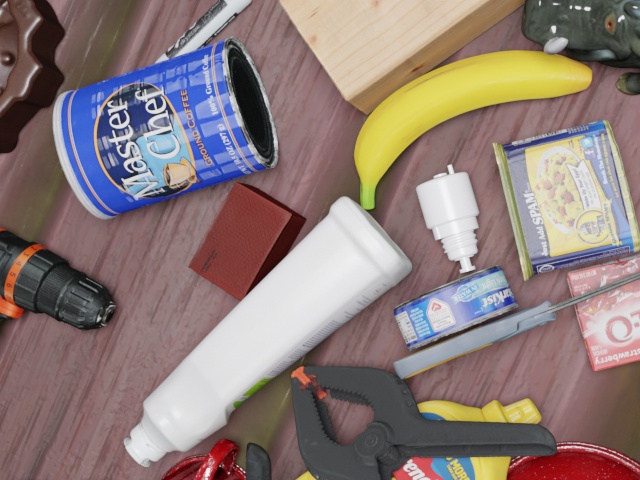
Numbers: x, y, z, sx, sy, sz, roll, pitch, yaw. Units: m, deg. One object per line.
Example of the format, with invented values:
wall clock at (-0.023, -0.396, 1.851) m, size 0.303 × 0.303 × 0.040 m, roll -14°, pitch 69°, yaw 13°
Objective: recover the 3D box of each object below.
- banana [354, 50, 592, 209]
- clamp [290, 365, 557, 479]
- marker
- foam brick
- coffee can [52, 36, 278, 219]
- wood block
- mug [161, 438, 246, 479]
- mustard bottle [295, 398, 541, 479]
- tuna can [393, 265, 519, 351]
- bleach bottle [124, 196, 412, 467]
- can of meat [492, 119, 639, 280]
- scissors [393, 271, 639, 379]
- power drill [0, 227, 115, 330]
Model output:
banana at (0.100, -0.098, 0.792) m, size 0.198 × 0.037 × 0.069 m, roll -28°, pitch 121°, yaw 14°
clamp at (0.054, 0.143, 0.750) m, size 0.164 × 0.036 × 0.210 m, roll -42°, pitch 44°, yaw -2°
marker at (-0.104, -0.156, 0.848) m, size 0.121 × 0.020 × 0.020 m, roll -41°, pitch 81°, yaw 10°
foam brick at (-0.055, 0.001, 0.821) m, size 0.053 × 0.051 × 0.078 m, roll 32°, pitch 96°, yaw 12°
coffee can at (-0.115, -0.084, 0.808) m, size 0.140 × 0.102 × 0.103 m, roll -16°, pitch 86°, yaw 12°
wood block at (0.086, -0.190, 0.768) m, size 0.206 × 0.090 × 0.090 m, roll -35°, pitch 83°, yaw 10°
mug at (-0.093, 0.206, 0.813) m, size 0.093 × 0.081 × 0.117 m, roll 27°, pitch 96°, yaw 12°
mustard bottle at (0.077, 0.174, 0.784) m, size 0.192 × 0.058 × 0.096 m, roll -34°, pitch 60°, yaw 10°
tuna can at (0.097, 0.049, 0.768) m, size 0.086 × 0.086 × 0.034 m, roll -24°, pitch 83°, yaw 12°
bleach bottle at (-0.048, 0.077, 0.787) m, size 0.251 × 0.102 × 0.068 m, roll -42°, pitch 76°, yaw 5°
can of meat at (0.176, -0.030, 0.765) m, size 0.084 × 0.057 × 0.102 m, roll -13°, pitch 87°, yaw 11°
scissors at (0.147, 0.057, 0.764) m, size 0.201 × 0.096 × 0.016 m, roll -21°, pitch 82°, yaw -1°
power drill at (-0.274, 0.084, 0.870) m, size 0.184 × 0.057 × 0.188 m, roll 25°, pitch 93°, yaw 16°
